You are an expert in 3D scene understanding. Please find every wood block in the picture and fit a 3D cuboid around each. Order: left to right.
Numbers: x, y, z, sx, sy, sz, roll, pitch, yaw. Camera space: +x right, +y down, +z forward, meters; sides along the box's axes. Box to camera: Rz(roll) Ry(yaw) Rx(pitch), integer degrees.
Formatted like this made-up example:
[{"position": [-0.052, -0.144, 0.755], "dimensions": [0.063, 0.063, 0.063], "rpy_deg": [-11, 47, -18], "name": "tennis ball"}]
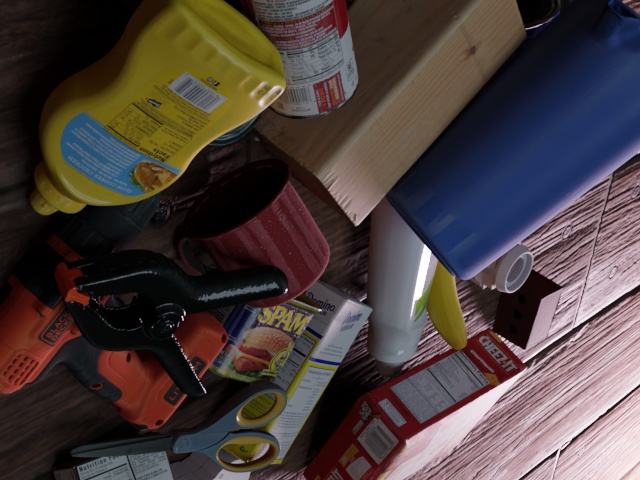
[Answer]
[{"position": [0.054, -0.126, 0.828], "dimensions": [0.206, 0.090, 0.090], "rpy_deg": [-48, 148, -4], "name": "wood block"}]

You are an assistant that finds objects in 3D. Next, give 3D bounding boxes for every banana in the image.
[{"position": [0.134, 0.019, 1.099], "dimensions": [0.037, 0.070, 0.198], "rpy_deg": [-48, 150, -67], "name": "banana"}]

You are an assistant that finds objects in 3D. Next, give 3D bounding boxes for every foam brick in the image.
[{"position": [0.254, 0.084, 1.311], "dimensions": [0.051, 0.053, 0.078], "rpy_deg": [-19, 129, -43], "name": "foam brick"}]

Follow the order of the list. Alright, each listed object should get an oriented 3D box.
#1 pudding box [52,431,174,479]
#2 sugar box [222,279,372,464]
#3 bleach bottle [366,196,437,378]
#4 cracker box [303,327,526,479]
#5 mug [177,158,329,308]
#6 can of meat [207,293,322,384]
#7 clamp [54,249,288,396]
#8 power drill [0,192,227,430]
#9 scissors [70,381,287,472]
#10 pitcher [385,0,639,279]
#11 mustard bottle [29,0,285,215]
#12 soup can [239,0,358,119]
[{"position": [-0.159, 0.223, 0.870], "dimensions": [0.089, 0.039, 0.113], "rpy_deg": [-14, 85, -44], "name": "pudding box"}, {"position": [-0.023, 0.124, 0.994], "dimensions": [0.176, 0.048, 0.093], "rpy_deg": [-61, 160, 0], "name": "sugar box"}, {"position": [0.079, 0.036, 1.039], "dimensions": [0.102, 0.068, 0.251], "rpy_deg": [-46, 150, -49], "name": "bleach bottle"}, {"position": [0.102, 0.194, 1.154], "dimensions": [0.213, 0.072, 0.164], "rpy_deg": [-21, 152, -43], "name": "cracker box"}, {"position": [-0.055, 0.001, 0.823], "dimensions": [0.081, 0.117, 0.093], "rpy_deg": [57, 26, -29], "name": "mug"}, {"position": [-0.059, 0.073, 0.913], "dimensions": [0.084, 0.058, 0.102], "rpy_deg": [-58, 146, 4], "name": "can of meat"}, {"position": [-0.113, 0.057, 0.742], "dimensions": [0.171, 0.039, 0.120], "rpy_deg": [13, 112, -38], "name": "clamp"}, {"position": [-0.147, 0.052, 0.789], "dimensions": [0.184, 0.057, 0.187], "rpy_deg": [-50, 142, -4], "name": "power drill"}, {"position": [-0.102, 0.150, 0.880], "dimensions": [0.201, 0.016, 0.096], "rpy_deg": [21, 101, -43], "name": "scissors"}, {"position": [0.176, -0.078, 0.876], "dimensions": [0.243, 0.145, 0.149], "rpy_deg": [-40, 109, 3], "name": "pitcher"}, {"position": [-0.119, -0.074, 0.671], "dimensions": [0.192, 0.058, 0.096], "rpy_deg": [-36, 134, 27], "name": "mustard bottle"}, {"position": [-0.015, -0.138, 0.693], "dimensions": [0.068, 0.069, 0.102], "rpy_deg": [-40, 140, -25], "name": "soup can"}]
